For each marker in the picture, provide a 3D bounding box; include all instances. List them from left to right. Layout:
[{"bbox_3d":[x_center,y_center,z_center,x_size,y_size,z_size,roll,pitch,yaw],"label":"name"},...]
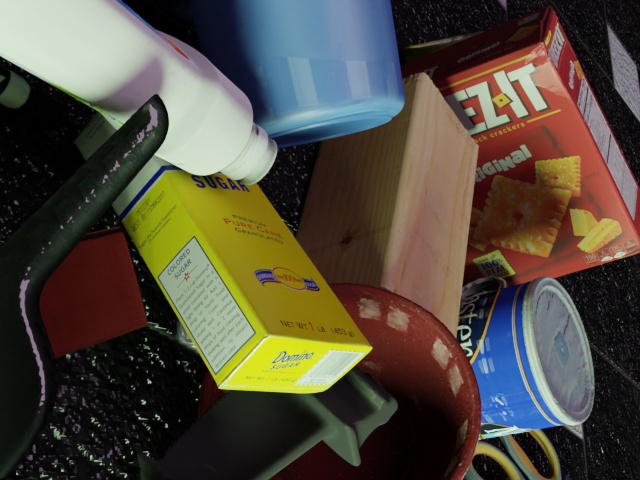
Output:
[{"bbox_3d":[-0.172,-0.086,0.523,0.121,0.020,0.020,34,48,-47],"label":"marker"}]

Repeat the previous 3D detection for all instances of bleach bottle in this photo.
[{"bbox_3d":[-0.122,-0.101,0.496,0.250,0.103,0.068,34,93,-34],"label":"bleach bottle"}]

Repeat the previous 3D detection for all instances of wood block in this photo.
[{"bbox_3d":[0.046,-0.010,0.761,0.090,0.091,0.206,48,40,-34],"label":"wood block"}]

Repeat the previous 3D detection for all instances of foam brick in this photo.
[{"bbox_3d":[-0.129,0.029,0.502,0.078,0.053,0.051,-17,90,-58],"label":"foam brick"}]

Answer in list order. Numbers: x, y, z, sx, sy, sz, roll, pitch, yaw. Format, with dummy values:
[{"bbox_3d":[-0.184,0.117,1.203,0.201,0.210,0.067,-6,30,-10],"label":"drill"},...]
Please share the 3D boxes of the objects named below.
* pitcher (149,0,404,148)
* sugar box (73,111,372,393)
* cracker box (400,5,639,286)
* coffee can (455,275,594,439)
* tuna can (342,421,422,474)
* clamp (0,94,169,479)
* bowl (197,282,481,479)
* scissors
[{"bbox_3d":[-0.035,-0.178,0.628,0.144,0.149,0.243,-12,90,-15],"label":"pitcher"},{"bbox_3d":[-0.054,0.000,0.570,0.093,0.048,0.176,15,36,-55],"label":"sugar box"},{"bbox_3d":[0.158,-0.064,0.895,0.213,0.164,0.072,56,33,-25],"label":"cracker box"},{"bbox_3d":[0.109,0.091,0.762,0.102,0.141,0.103,32,50,-47],"label":"coffee can"},{"bbox_3d":[0.043,0.148,0.683,0.086,0.086,0.033,41,42,-41],"label":"tuna can"},{"bbox_3d":[-0.142,0.024,0.434,0.164,0.036,0.210,-1,83,-14],"label":"clamp"},{"bbox_3d":[0.011,0.107,0.626,0.055,0.162,0.162,85,9,-56],"label":"bowl"},{"bbox_3d":[0.177,0.222,0.834,0.096,0.016,0.202,-5,50,-25],"label":"scissors"}]
